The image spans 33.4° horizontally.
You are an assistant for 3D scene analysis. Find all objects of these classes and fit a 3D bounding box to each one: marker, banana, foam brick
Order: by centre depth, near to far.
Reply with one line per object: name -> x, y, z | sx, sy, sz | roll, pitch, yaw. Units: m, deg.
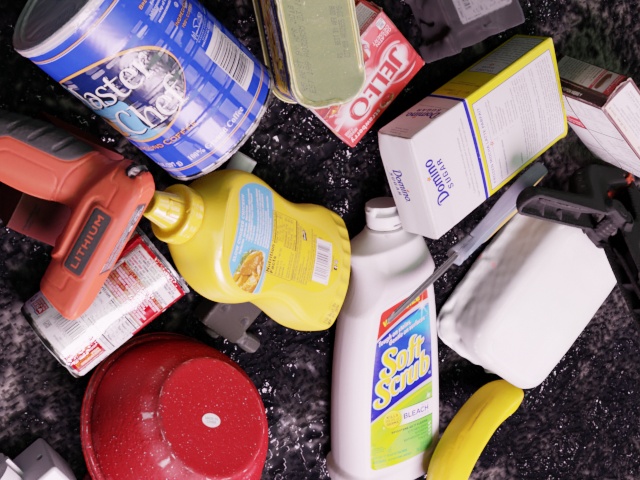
foam brick -> -0.181, -0.041, 0.731 | 0.052, 0.051, 0.078 | 26, 96, -33
marker -> -0.086, -0.012, 0.814 | 0.020, 0.020, 0.121 | 26, 97, -34
banana -> 0.137, 0.176, 0.958 | 0.197, 0.037, 0.070 | -47, 147, -42

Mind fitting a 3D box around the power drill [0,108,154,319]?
power drill -> -0.214, -0.028, 0.667 | 0.187, 0.057, 0.184 | 31, 96, -3

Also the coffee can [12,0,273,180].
coffee can -> -0.114, -0.121, 0.703 | 0.103, 0.103, 0.140 | -50, 125, -1

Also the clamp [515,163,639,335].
clamp -> 0.250, -0.005, 0.910 | 0.164, 0.209, 0.036 | 50, 122, 3

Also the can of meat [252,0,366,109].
can of meat -> -0.008, -0.142, 0.723 | 0.057, 0.084, 0.102 | -13, 105, -8

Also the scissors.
scissors -> 0.127, -0.006, 0.868 | 0.201, 0.016, 0.096 | -36, 165, -46

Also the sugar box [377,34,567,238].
sugar box -> 0.126, -0.087, 0.860 | 0.176, 0.048, 0.093 | -34, 123, -27

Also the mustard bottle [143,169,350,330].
mustard bottle -> -0.055, 0.001, 0.780 | 0.191, 0.058, 0.096 | 24, 69, -48

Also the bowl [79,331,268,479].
bowl -> -0.094, 0.138, 0.795 | 0.161, 0.055, 0.162 | 19, 58, -33

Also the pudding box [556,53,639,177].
pudding box -> 0.251, -0.103, 0.917 | 0.039, 0.090, 0.113 | -50, 124, -1

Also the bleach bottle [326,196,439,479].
bleach bottle -> 0.050, 0.087, 0.906 | 0.102, 0.068, 0.251 | -15, 115, -26

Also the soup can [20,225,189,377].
soup can -> -0.155, 0.042, 0.770 | 0.102, 0.069, 0.068 | -39, 124, -8

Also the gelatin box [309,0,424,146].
gelatin box -> 0.029, -0.126, 0.810 | 0.089, 0.030, 0.073 | -49, 139, 2
